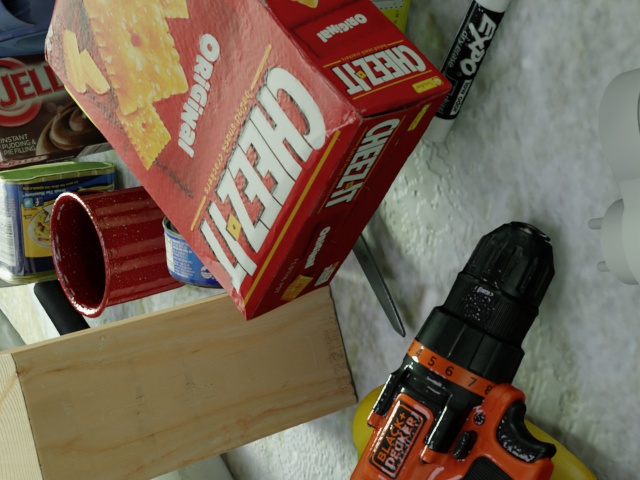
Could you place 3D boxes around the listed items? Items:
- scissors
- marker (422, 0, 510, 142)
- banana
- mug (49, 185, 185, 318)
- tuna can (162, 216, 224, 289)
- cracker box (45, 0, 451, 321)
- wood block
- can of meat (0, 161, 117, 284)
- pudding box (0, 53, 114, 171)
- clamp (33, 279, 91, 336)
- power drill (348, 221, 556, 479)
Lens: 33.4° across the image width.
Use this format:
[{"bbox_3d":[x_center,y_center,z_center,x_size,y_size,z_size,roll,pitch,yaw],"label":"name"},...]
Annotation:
[{"bbox_3d":[-0.007,-0.031,0.650,0.096,0.016,0.202,-22,82,51],"label":"scissors"},{"bbox_3d":[0.075,-0.100,0.518,0.020,0.020,0.121,51,137,31],"label":"marker"},{"bbox_3d":[0.075,0.109,0.577,0.198,0.037,0.069,0,127,56],"label":"banana"},{"bbox_3d":[-0.150,-0.003,0.796,0.117,0.081,0.093,40,131,39],"label":"mug"},{"bbox_3d":[-0.054,0.001,0.667,0.086,0.085,0.034,20,118,49],"label":"tuna can"},{"bbox_3d":[-0.054,-0.089,0.560,0.214,0.071,0.164,51,140,19],"label":"cracker box"},{"bbox_3d":[-0.092,0.087,0.644,0.091,0.205,0.090,-15,89,55],"label":"wood block"},{"bbox_3d":[-0.211,-0.017,0.858,0.058,0.101,0.084,16,112,50],"label":"can of meat"},{"bbox_3d":[-0.202,-0.106,0.806,0.039,0.113,0.090,-25,81,57],"label":"pudding box"},{"bbox_3d":[-0.198,0.103,0.926,0.172,0.039,0.120,23,138,45],"label":"clamp"},{"bbox_3d":[0.108,0.102,0.478,0.188,0.057,0.184,30,96,38],"label":"power drill"}]
